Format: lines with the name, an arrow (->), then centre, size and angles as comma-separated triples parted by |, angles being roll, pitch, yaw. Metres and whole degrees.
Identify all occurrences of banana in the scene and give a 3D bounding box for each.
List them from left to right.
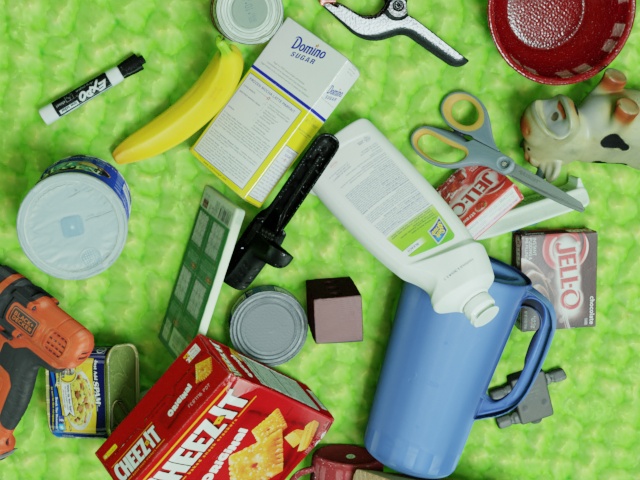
banana -> -0.136, -0.140, 1.084 | 0.069, 0.037, 0.198 | 12, 136, -43

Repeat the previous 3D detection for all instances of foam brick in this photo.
foam brick -> 0.014, 0.075, 1.155 | 0.053, 0.078, 0.051 | -4, 104, -7

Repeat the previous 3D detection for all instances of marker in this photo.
marker -> -0.234, -0.157, 1.101 | 0.121, 0.020, 0.020 | -30, 104, -1

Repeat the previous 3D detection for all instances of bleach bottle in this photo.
bleach bottle -> 0.085, -0.008, 1.076 | 0.102, 0.068, 0.251 | -38, 61, 1

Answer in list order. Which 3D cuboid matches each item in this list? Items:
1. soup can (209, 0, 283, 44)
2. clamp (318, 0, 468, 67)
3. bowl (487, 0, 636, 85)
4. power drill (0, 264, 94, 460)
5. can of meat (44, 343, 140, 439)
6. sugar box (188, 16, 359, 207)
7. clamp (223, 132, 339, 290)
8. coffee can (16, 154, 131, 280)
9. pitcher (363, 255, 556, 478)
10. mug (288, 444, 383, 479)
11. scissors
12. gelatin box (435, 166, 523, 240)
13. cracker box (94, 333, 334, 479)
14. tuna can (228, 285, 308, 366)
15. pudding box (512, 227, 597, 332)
soup can -> -0.074, -0.230, 1.065 | 0.068, 0.102, 0.068 | -2, 102, -8
clamp -> 0.086, -0.256, 1.115 | 0.171, 0.039, 0.120 | 11, 99, -10
bowl -> 0.248, -0.247, 1.131 | 0.162, 0.055, 0.162 | -2, 102, -8
power drill -> -0.343, 0.121, 1.106 | 0.184, 0.057, 0.188 | 35, 105, 16
can of meat -> -0.241, 0.160, 1.127 | 0.084, 0.057, 0.102 | -2, 89, 23
sugar box -> -0.048, -0.132, 1.099 | 0.093, 0.048, 0.176 | 40, 93, 26
clamp -> -0.057, 0.001, 1.079 | 0.036, 0.164, 0.210 | 32, 136, -12
coffee can -> -0.242, -0.027, 1.065 | 0.102, 0.140, 0.103 | -2, 102, -8
pitcher -> 0.139, 0.133, 1.157 | 0.144, 0.149, 0.243 | 10, 104, -26
mug -> 0.017, 0.278, 1.192 | 0.117, 0.093, 0.081 | 2, 97, -16
scissors -> 0.194, -0.099, 1.123 | 0.202, 0.016, 0.096 | 17, 81, 24
gelatin box -> 0.162, -0.044, 1.151 | 0.089, 0.073, 0.030 | -42, 133, 2
cracker box -> -0.101, 0.205, 1.113 | 0.164, 0.072, 0.213 | -49, 143, 4
tuna can -> -0.058, 0.093, 1.171 | 0.086, 0.034, 0.086 | -2, 102, -8
pudding box -> 0.263, 0.043, 1.203 | 0.090, 0.039, 0.113 | -3, 102, -8
